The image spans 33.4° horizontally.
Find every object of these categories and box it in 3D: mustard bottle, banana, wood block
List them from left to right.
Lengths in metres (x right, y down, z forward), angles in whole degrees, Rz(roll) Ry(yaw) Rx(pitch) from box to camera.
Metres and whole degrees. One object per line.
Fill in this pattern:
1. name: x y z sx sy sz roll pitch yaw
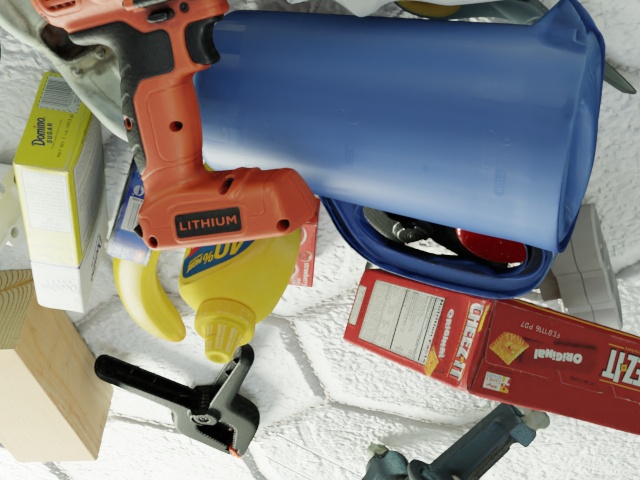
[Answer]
1. wood block: -0.282 0.126 1.027 0.091 0.090 0.206 -3 140 12
2. banana: -0.146 0.033 0.930 0.069 0.037 0.198 10 142 -4
3. mustard bottle: -0.055 0.001 0.750 0.096 0.191 0.058 -22 134 34

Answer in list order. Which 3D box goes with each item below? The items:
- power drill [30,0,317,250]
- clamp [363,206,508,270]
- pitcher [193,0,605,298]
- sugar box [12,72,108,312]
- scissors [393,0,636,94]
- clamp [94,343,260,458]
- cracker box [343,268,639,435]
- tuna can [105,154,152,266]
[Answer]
1. power drill: -0.061 -0.093 0.602 0.185 0.057 0.187 -7 108 25
2. clamp: 0.066 -0.013 0.841 0.120 0.039 0.171 -17 138 21
3. pitcher: 0.047 -0.067 0.665 0.243 0.149 0.145 10 158 20
4. sugar box: -0.194 -0.032 0.810 0.048 0.093 0.176 10 141 -3
5. scissors: 0.118 -0.140 0.690 0.096 0.016 0.201 -20 135 32
6. clamp: -0.110 0.164 1.092 0.165 0.036 0.210 -10 141 21
7. cracker box: 0.135 0.078 0.793 0.164 0.072 0.214 16 178 -21
8. tuna can: -0.137 -0.026 0.816 0.033 0.086 0.086 16 141 -10
